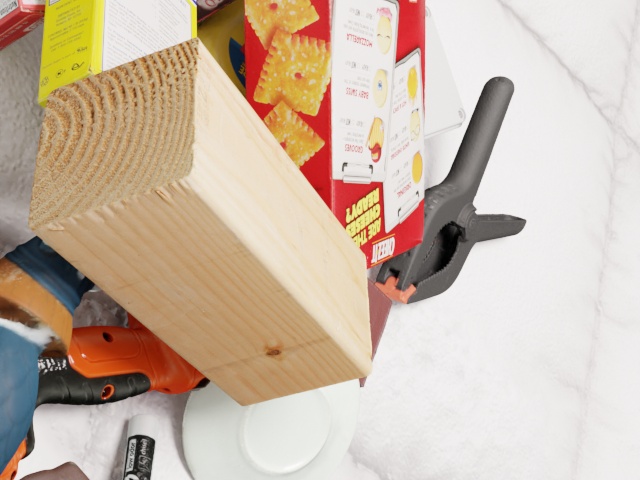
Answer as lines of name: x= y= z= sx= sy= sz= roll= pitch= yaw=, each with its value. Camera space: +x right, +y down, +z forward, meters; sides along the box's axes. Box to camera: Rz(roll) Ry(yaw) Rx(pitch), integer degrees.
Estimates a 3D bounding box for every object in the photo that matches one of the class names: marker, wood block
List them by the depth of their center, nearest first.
wood block: x=-0.054 y=0.001 z=0.575 sx=0.206 sy=0.091 sz=0.090 roll=51 pitch=29 yaw=-49
marker: x=-0.108 y=0.155 z=0.617 sx=0.020 sy=0.020 sz=0.121 roll=38 pitch=34 yaw=-32

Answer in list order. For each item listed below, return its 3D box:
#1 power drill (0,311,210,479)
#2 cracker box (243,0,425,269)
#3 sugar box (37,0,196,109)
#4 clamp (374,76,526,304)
power drill: x=-0.153 y=0.037 z=0.609 sx=0.187 sy=0.058 sz=0.184 roll=-10 pitch=89 yaw=-44
cracker box: x=0.013 y=-0.091 z=0.740 sx=0.164 sy=0.072 sz=0.214 roll=-21 pitch=114 yaw=-61
sugar box: x=-0.113 y=-0.135 z=0.617 sx=0.093 sy=0.048 sz=0.176 roll=39 pitch=38 yaw=-50
clamp: x=0.112 y=-0.029 z=0.882 sx=0.209 sy=0.036 sz=0.164 roll=-40 pitch=134 yaw=-38
